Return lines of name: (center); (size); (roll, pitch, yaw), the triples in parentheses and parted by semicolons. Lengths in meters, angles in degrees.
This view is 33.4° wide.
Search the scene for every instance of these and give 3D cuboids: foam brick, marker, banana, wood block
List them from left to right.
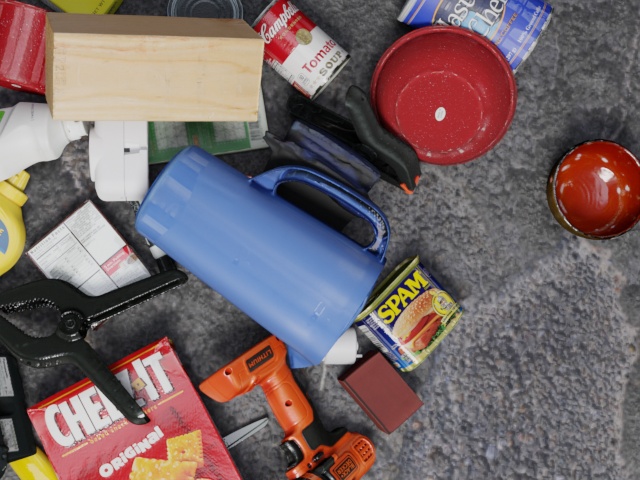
banana: (-0.285, 0.293, 1.114); (0.069, 0.037, 0.198); (-11, 87, -8)
marker: (-0.185, -0.012, 1.159); (0.020, 0.020, 0.121); (-24, 89, -8)
wood block: (-0.171, -0.175, 1.086); (0.205, 0.091, 0.090); (-2, 114, -19)
foam brick: (0.064, 0.164, 1.160); (0.051, 0.053, 0.078); (-41, 93, -8)

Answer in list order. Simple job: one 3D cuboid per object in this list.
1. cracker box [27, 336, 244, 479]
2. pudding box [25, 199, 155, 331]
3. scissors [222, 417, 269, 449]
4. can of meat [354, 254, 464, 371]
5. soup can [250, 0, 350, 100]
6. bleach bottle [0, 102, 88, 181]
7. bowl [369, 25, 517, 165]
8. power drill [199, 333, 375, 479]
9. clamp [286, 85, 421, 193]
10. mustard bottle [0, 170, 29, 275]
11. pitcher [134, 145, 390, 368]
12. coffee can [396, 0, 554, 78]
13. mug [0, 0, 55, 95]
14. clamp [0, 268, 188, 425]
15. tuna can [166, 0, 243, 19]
cracker box: (-0.180, 0.231, 1.100); (0.164, 0.072, 0.214); (-28, 80, -9)
pudding box: (-0.244, 0.026, 1.139); (0.090, 0.039, 0.113); (-40, 89, -6)
scissors: (-0.142, 0.261, 1.144); (0.201, 0.016, 0.096); (-14, 85, -7)
can of meat: (0.095, 0.081, 1.163); (0.084, 0.057, 0.102); (47, 70, -4)
soup can: (-0.026, -0.211, 1.170); (0.102, 0.068, 0.068); (42, 82, -3)
bleach bottle: (-0.364, -0.086, 1.094); (0.250, 0.068, 0.102); (-14, 45, -3)
bowl: (0.130, -0.147, 1.150); (0.162, 0.055, 0.162); (5, 117, 10)
power drill: (-0.042, 0.203, 1.102); (0.187, 0.057, 0.184); (55, 38, 2)
clamp: (0.053, -0.110, 1.144); (0.171, 0.120, 0.039); (33, 78, -23)
mustard bottle: (-0.366, 0.005, 1.115); (0.096, 0.058, 0.191); (33, 82, 1)
pitcher: (-0.057, 0.001, 1.087); (0.243, 0.145, 0.149); (34, 58, 0)
coffee can: (0.170, -0.252, 1.180); (0.140, 0.103, 0.103); (31, 82, -4)
mug: (-0.325, -0.204, 1.126); (0.117, 0.093, 0.081); (13, 89, 13)
clamp: (-0.243, 0.082, 1.090); (0.210, 0.036, 0.164); (17, 68, 7)
tuna can: (-0.126, -0.243, 1.169); (0.086, 0.034, 0.086); (1, 76, -6)
